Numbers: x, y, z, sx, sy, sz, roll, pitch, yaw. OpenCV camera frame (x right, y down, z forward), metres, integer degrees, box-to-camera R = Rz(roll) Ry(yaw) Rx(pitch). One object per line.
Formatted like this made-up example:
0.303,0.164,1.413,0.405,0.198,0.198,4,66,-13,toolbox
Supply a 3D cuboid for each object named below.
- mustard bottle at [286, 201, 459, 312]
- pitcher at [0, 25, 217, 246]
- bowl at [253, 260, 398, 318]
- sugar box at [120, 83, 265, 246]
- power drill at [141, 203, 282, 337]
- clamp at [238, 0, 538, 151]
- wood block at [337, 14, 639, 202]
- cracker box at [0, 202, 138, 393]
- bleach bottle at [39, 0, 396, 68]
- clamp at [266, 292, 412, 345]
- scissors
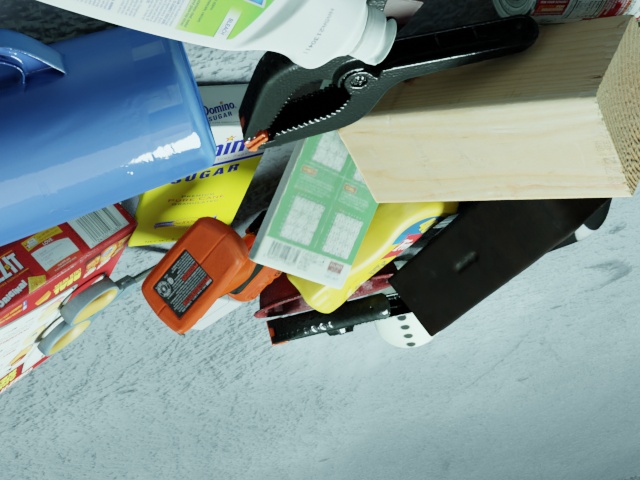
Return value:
0.061,-0.014,0.940,0.192,0.058,0.096,-39,169,8,mustard bottle
-0.200,-0.072,0.712,0.242,0.145,0.149,-18,-172,-3,pitcher
0.004,0.032,1.082,0.162,0.055,0.162,-15,172,-2,bowl
-0.104,-0.058,0.876,0.093,0.048,0.176,-7,155,-23,sugar box
-0.056,0.001,0.916,0.185,0.057,0.187,-49,168,26,power drill
0.032,-0.119,0.714,0.164,0.036,0.210,17,140,-41,clamp
0.126,-0.089,0.765,0.207,0.090,0.090,1,135,39,wood block
-0.262,0.056,0.908,0.163,0.072,0.214,-40,173,-42,cracker box
-0.077,-0.150,0.594,0.250,0.068,0.103,19,141,-20,bleach bottle
0.027,0.076,1.085,0.172,0.039,0.120,-13,169,36,clamp
-0.192,0.056,0.965,0.096,0.016,0.201,-45,176,12,scissors
